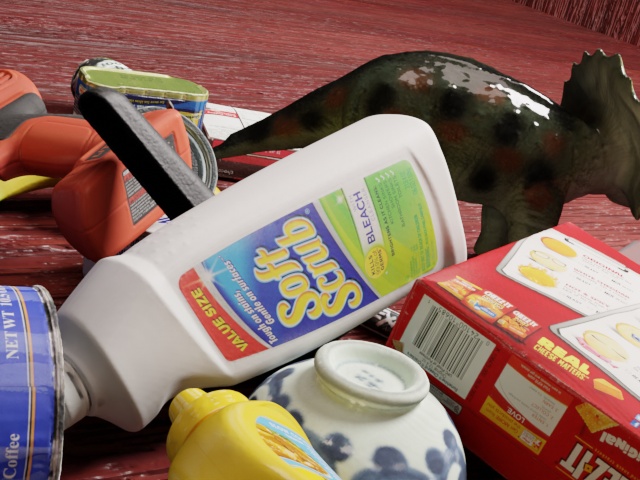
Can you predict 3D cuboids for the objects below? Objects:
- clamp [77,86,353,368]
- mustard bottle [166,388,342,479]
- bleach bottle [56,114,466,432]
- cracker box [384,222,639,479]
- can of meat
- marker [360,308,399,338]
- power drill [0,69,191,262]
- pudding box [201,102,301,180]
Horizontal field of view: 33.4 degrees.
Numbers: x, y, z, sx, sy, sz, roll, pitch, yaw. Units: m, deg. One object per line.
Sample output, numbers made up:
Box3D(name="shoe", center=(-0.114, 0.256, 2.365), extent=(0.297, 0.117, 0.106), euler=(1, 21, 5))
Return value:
Box3D(name="clamp", center=(-0.051, 0.027, 0.577), extent=(0.209, 0.164, 0.036), euler=(23, -25, -37))
Box3D(name="mustard bottle", center=(-0.005, 0.110, 0.389), extent=(0.192, 0.058, 0.096), euler=(38, -6, 47))
Box3D(name="bleach bottle", center=(-0.033, 0.025, 0.526), extent=(0.250, 0.102, 0.068), euler=(-32, 25, -36))
Box3D(name="cracker box", center=(0.154, 0.072, 0.595), extent=(0.164, 0.072, 0.213), euler=(35, 26, 24))
Box3D(name="can of meat", center=(-0.141, -0.082, 0.811), extent=(0.101, 0.084, 0.057), euler=(2, 23, -31))
Box3D(name="marker", center=(0.046, 0.054, 0.669), extent=(0.121, 0.020, 0.020), euler=(24, 22, 26))
Box3D(name="power drill", center=(-0.185, -0.040, 0.622), extent=(0.188, 0.057, 0.184), euler=(13, 39, 26))
Box3D(name="pudding box", center=(-0.067, -0.085, 0.938), extent=(0.090, 0.039, 0.113), euler=(8, 23, -17))
